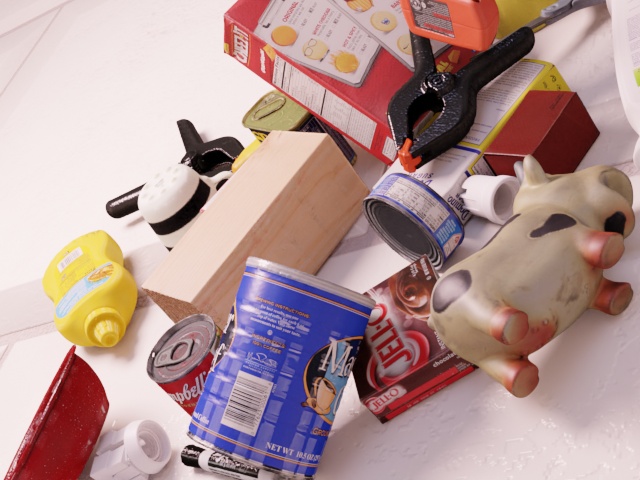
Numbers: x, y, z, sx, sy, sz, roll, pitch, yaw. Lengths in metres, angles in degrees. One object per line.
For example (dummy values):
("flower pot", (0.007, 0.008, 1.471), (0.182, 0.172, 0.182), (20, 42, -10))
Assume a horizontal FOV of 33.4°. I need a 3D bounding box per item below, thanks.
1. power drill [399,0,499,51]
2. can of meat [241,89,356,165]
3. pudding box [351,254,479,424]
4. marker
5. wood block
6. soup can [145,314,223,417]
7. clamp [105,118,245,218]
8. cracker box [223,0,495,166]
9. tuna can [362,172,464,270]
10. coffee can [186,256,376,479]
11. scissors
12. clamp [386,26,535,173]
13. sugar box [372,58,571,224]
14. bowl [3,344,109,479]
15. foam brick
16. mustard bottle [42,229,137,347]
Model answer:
("power drill", (0.176, -0.241, 0.943), (0.187, 0.057, 0.185), (-39, 40, -23))
("can of meat", (-0.021, -0.106, 1.105), (0.057, 0.084, 0.102), (-49, 33, -16))
("pudding box", (0.065, 0.075, 0.829), (0.090, 0.039, 0.113), (-32, 32, 12))
("marker", (-0.072, 0.181, 0.857), (0.121, 0.020, 0.020), (0, 49, 47))
("wood block", (-0.056, 0.002, 1.001), (0.091, 0.090, 0.206), (10, 55, 51))
("soup can", (-0.084, 0.118, 0.870), (0.069, 0.102, 0.068), (-27, 34, 19))
("clamp", (-0.156, -0.077, 1.252), (0.210, 0.036, 0.164), (13, 57, 49))
("cracker box", (0.037, -0.193, 1.042), (0.214, 0.072, 0.164), (35, 65, 11))
("tuna can", (0.078, -0.016, 0.888), (0.033, 0.086, 0.086), (-47, 32, -17))
("coffee can", (-0.029, 0.094, 0.798), (0.103, 0.102, 0.140), (13, 82, 52))
("scissors", (0.224, -0.226, 1.032), (0.202, 0.016, 0.096), (-23, 25, 1))
("clamp", (0.102, -0.139, 0.954), (0.120, 0.039, 0.171), (22, 65, 36))
("sugar box", (0.136, -0.090, 0.961), (0.176, 0.048, 0.093), (-51, 34, -12))
("bowl", (-0.234, 0.177, 0.959), (0.162, 0.055, 0.162), (-59, 12, 21))
("foam brick", (0.186, -0.081, 0.892), (0.053, 0.051, 0.078), (13, 58, 51))
("mustard bottle", (-0.244, 0.061, 1.148), (0.096, 0.058, 0.192), (-39, 31, -2))
